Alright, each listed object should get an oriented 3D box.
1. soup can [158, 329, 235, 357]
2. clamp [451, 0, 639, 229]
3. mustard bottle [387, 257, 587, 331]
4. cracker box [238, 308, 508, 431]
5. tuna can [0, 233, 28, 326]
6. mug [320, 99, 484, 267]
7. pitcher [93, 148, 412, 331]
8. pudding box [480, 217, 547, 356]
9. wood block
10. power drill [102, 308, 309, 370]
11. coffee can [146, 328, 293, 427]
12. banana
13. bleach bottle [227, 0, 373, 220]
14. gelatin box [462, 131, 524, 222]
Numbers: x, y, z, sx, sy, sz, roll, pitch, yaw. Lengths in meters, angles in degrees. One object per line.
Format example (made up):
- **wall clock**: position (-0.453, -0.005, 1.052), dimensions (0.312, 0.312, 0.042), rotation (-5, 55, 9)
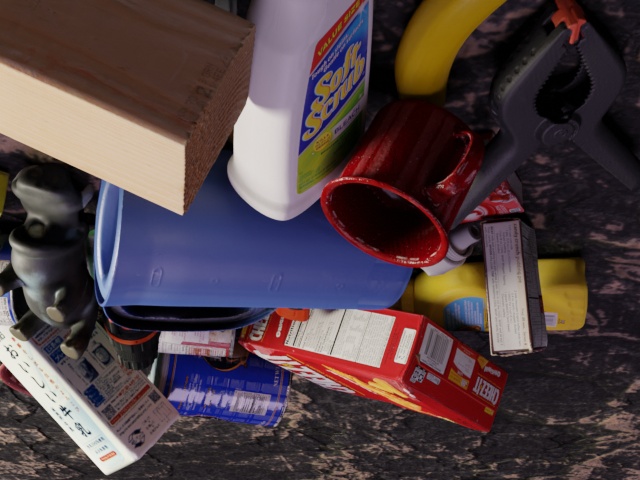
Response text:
- **soup can**: position (-0.136, 0.080, 1.074), dimensions (0.102, 0.068, 0.068), rotation (5, 152, -5)
- **clamp**: position (0.172, -0.086, 0.750), dimensions (0.164, 0.036, 0.210), rotation (-9, 145, -10)
- **mustard bottle**: position (0.153, 0.054, 1.014), dimensions (0.192, 0.058, 0.096), rotation (-3, 154, 8)
- **cracker box**: position (0.050, 0.116, 1.052), dimensions (0.214, 0.072, 0.164), rotation (8, 161, 42)
- **tuna can**: position (-0.283, 0.036, 0.979), dimensions (0.034, 0.086, 0.086), rotation (3, 153, 4)
- **mug**: position (0.065, -0.044, 0.717), dimensions (0.093, 0.081, 0.117), rotation (40, 151, -19)
- **pitcher**: position (-0.056, 0.001, 0.840), dimensions (0.242, 0.145, 0.149), rotation (6, 171, -19)
- **pudding box**: position (0.163, 0.040, 0.903), dimensions (0.039, 0.113, 0.090), rotation (-8, 173, 19)
- **wood block**: position (-0.150, -0.109, 0.609), dimensions (0.206, 0.090, 0.091), rotation (24, 156, 4)
- **power drill**: position (-0.104, 0.053, 0.967), dimensions (0.187, 0.057, 0.184), rotation (-10, 147, -11)
- **coffee can**: position (-0.111, 0.143, 1.155), dimensions (0.140, 0.103, 0.103), rotation (10, 152, -16)
- **banana**: position (0.088, -0.131, 0.684), dimensions (0.069, 0.037, 0.198), rotation (14, 150, -18)
- **bleach bottle**: position (-0.012, -0.116, 0.660), dimensions (0.068, 0.102, 0.251), rotation (40, 158, 18)
- **gelatin box**: position (0.116, -0.046, 0.854), dimensions (0.073, 0.030, 0.089), rotation (-11, 150, 22)
